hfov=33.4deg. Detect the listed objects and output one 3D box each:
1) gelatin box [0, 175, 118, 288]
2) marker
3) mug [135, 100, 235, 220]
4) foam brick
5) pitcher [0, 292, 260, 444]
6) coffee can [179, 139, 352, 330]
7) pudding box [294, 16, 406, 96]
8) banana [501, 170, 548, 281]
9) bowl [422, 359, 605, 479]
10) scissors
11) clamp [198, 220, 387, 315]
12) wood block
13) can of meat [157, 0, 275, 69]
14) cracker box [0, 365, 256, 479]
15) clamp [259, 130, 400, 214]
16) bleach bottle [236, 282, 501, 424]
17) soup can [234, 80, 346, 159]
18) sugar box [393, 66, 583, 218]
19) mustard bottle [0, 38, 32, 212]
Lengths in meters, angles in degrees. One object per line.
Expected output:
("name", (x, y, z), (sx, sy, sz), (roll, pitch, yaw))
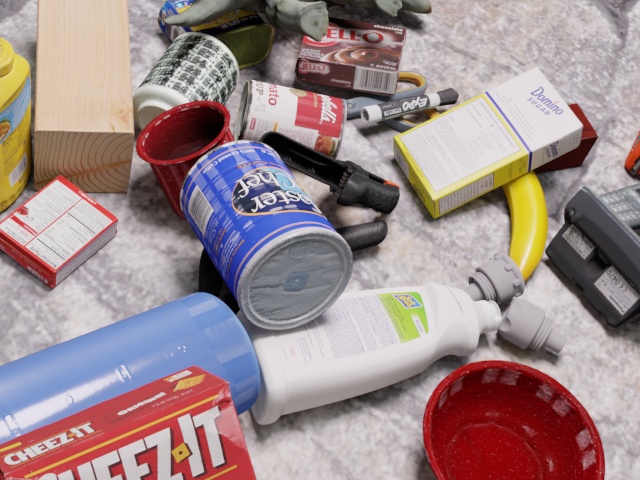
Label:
("gelatin box", (-0.241, -0.008, 0.975), (0.073, 0.030, 0.089), (35, 53, 11))
("marker", (0.099, -0.147, 1.158), (0.120, 0.020, 0.020), (-16, 59, -26))
("mug", (-0.106, -0.071, 1.002), (0.117, 0.081, 0.093), (9, 48, 31))
("foam brick", (0.254, -0.111, 1.173), (0.078, 0.051, 0.053), (-10, 58, -21))
("pitcher", (-0.164, 0.140, 0.826), (0.242, 0.149, 0.145), (-24, 24, -32))
("coffee can", (-0.049, -0.006, 0.913), (0.102, 0.103, 0.140), (-13, 42, -23))
("pudding box", (0.034, -0.206, 1.181), (0.113, 0.039, 0.090), (11, 45, 2))
("banana", (0.201, -0.041, 1.119), (0.069, 0.037, 0.198), (-18, 55, 1))
("bowl", (0.158, 0.185, 0.917), (0.162, 0.055, 0.162), (7, 52, -10))
("scissors", (0.049, -0.132, 1.157), (0.201, 0.016, 0.096), (-28, 65, -31))
("clamp", (-0.057, 0.001, 1.013), (0.165, 0.036, 0.209), (35, 52, 19))
("wood block", (-0.234, -0.155, 1.051), (0.090, 0.090, 0.206), (1, 54, -15))
("can of meat", (-0.115, -0.231, 1.163), (0.101, 0.057, 0.084), (-21, 59, -29))
("cracker box", (-0.117, 0.217, 0.734), (0.164, 0.072, 0.214), (-20, 104, -27))
("clamp", (0.018, -0.062, 1.028), (0.120, 0.039, 0.171), (40, 11, 23))
("bleach bottle", (0.052, 0.092, 0.957), (0.250, 0.068, 0.102), (-7, 54, -22))
("soup can", (-0.031, -0.121, 1.089), (0.102, 0.069, 0.068), (11, 51, -13))
("sugar box", (0.173, -0.103, 1.113), (0.176, 0.048, 0.093), (-25, 61, -8))
("mustard bottle", (-0.289, -0.111, 0.936), (0.058, 0.192, 0.096), (22, 51, 2))
